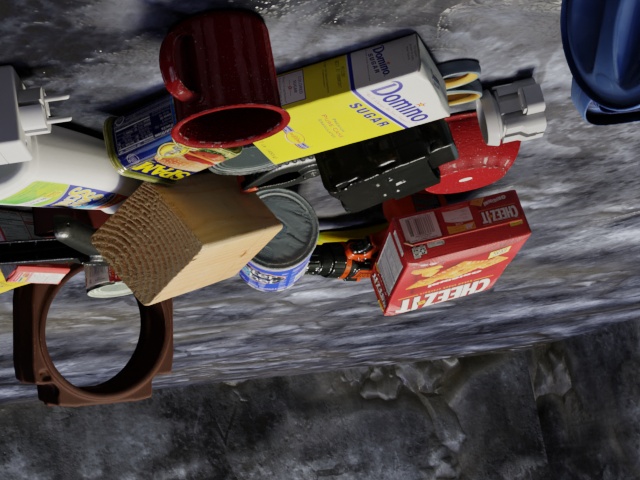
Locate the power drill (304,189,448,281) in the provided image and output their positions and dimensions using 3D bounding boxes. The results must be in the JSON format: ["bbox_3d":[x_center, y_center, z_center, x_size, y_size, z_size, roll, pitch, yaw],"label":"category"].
[{"bbox_3d":[0.071,-0.005,1.438,0.184,0.057,0.188,0,154,-37],"label":"power drill"}]

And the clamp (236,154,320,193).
[{"bbox_3d":[-0.004,-0.086,1.145,0.172,0.039,0.120,-17,160,19],"label":"clamp"}]

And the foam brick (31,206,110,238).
[{"bbox_3d":[-0.272,-0.029,1.169,0.053,0.051,0.078,-14,166,20],"label":"foam brick"}]

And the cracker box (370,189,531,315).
[{"bbox_3d":[0.163,0.021,1.387,0.164,0.072,0.214,-13,160,-10],"label":"cracker box"}]

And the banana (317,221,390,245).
[{"bbox_3d":[0.078,-0.009,1.541,0.198,0.037,0.069,-11,167,7],"label":"banana"}]

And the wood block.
[{"bbox_3d":[-0.132,-0.008,1.105,0.091,0.090,0.205,-44,171,18],"label":"wood block"}]

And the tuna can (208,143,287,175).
[{"bbox_3d":[-0.073,-0.095,1.068,0.086,0.034,0.086,-9,167,-2],"label":"tuna can"}]

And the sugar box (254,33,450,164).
[{"bbox_3d":[0.019,-0.124,0.961,0.176,0.048,0.093,-12,157,20],"label":"sugar box"}]

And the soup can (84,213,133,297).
[{"bbox_3d":[-0.244,0.009,1.240,0.068,0.102,0.068,-9,167,-2],"label":"soup can"}]

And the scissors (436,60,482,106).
[{"bbox_3d":[0.065,-0.141,1.009,0.201,0.016,0.096,-6,165,-16],"label":"scissors"}]

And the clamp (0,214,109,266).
[{"bbox_3d":[-0.253,0.008,1.138,0.165,0.036,0.209,-11,168,34],"label":"clamp"}]

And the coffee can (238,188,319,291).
[{"bbox_3d":[-0.059,0.002,1.340,0.102,0.103,0.140,-8,167,-7],"label":"coffee can"}]

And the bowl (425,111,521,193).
[{"bbox_3d":[0.158,-0.092,1.198,0.162,0.055,0.162,-9,167,-2],"label":"bowl"}]

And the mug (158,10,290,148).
[{"bbox_3d":[-0.082,-0.126,0.819,0.093,0.081,0.117,-18,165,33],"label":"mug"}]

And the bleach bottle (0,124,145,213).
[{"bbox_3d":[-0.226,-0.065,1.030,0.103,0.068,0.250,-19,167,30],"label":"bleach bottle"}]

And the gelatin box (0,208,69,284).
[{"bbox_3d":[-0.333,0.007,1.197,0.030,0.089,0.073,-46,152,24],"label":"gelatin box"}]

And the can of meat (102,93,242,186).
[{"bbox_3d":[-0.133,-0.094,0.979,0.084,0.057,0.101,-19,165,27],"label":"can of meat"}]
